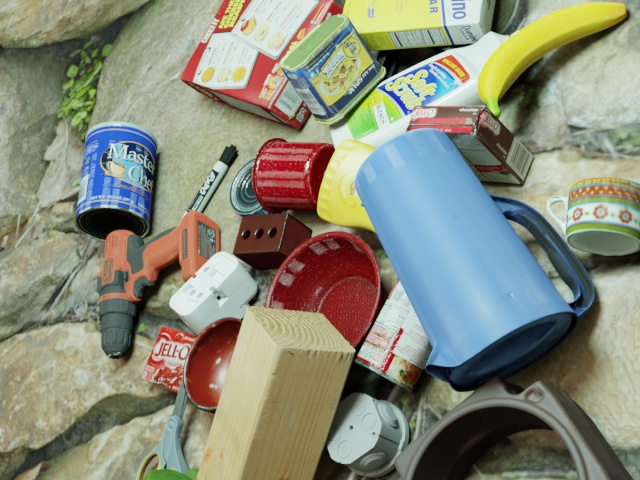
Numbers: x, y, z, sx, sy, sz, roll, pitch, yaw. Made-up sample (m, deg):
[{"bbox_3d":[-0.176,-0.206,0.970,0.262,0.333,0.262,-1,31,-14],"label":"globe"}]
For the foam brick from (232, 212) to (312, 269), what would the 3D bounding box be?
[{"bbox_3d":[-0.058,0.002,1.292,0.078,0.051,0.053,-5,64,39],"label":"foam brick"}]

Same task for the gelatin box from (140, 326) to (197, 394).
[{"bbox_3d":[-0.176,0.151,1.326,0.089,0.030,0.073,11,75,43],"label":"gelatin box"}]

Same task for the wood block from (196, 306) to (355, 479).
[{"bbox_3d":[-0.049,0.181,1.095,0.090,0.090,0.206,44,122,56],"label":"wood block"}]

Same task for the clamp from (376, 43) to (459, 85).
[{"bbox_3d":[0.110,-0.256,1.301,0.120,0.039,0.171,-13,60,20],"label":"clamp"}]

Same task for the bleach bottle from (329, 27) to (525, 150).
[{"bbox_3d":[0.129,-0.169,1.219,0.251,0.068,0.102,-30,47,21],"label":"bleach bottle"}]

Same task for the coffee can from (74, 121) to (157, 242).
[{"bbox_3d":[-0.285,-0.081,1.498,0.103,0.102,0.140,-19,56,32],"label":"coffee can"}]

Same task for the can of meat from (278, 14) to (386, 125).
[{"bbox_3d":[0.013,-0.199,1.234,0.102,0.084,0.058,-46,31,-15],"label":"can of meat"}]

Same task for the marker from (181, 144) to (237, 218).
[{"bbox_3d":[-0.147,-0.076,1.435,0.020,0.020,0.121,30,88,46],"label":"marker"}]

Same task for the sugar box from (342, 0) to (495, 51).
[{"bbox_3d":[0.115,-0.274,1.256,0.176,0.048,0.093,-2,62,28],"label":"sugar box"}]

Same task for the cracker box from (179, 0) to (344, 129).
[{"bbox_3d":[-0.071,-0.252,1.431,0.214,0.072,0.164,25,84,46],"label":"cracker box"}]

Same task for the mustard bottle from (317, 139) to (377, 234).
[{"bbox_3d":[0.093,-0.037,1.156,0.192,0.058,0.096,24,98,26],"label":"mustard bottle"}]

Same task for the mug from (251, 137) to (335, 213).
[{"bbox_3d":[-0.016,-0.083,1.287,0.082,0.093,0.117,5,34,37],"label":"mug"}]

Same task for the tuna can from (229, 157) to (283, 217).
[{"bbox_3d":[-0.075,-0.064,1.355,0.086,0.033,0.086,-20,55,32],"label":"tuna can"}]

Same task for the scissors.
[{"bbox_3d":[-0.163,0.234,1.258,0.096,0.016,0.202,33,100,39],"label":"scissors"}]

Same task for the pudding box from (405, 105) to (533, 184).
[{"bbox_3d":[0.157,-0.101,1.119,0.090,0.113,0.039,8,69,42],"label":"pudding box"}]

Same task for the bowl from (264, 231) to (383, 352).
[{"bbox_3d":[0.014,0.073,1.184,0.162,0.055,0.162,-20,57,33],"label":"bowl"}]

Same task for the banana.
[{"bbox_3d":[0.232,-0.200,1.128,0.197,0.037,0.070,-40,64,-10],"label":"banana"}]

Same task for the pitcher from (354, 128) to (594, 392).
[{"bbox_3d":[0.140,0.010,1.030,0.145,0.149,0.243,-40,61,25],"label":"pitcher"}]

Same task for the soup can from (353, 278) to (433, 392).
[{"bbox_3d":[0.088,0.096,1.102,0.069,0.068,0.102,23,82,45],"label":"soup can"}]

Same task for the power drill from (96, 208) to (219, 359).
[{"bbox_3d":[-0.218,0.051,1.399,0.188,0.057,0.184,-20,59,30],"label":"power drill"}]
